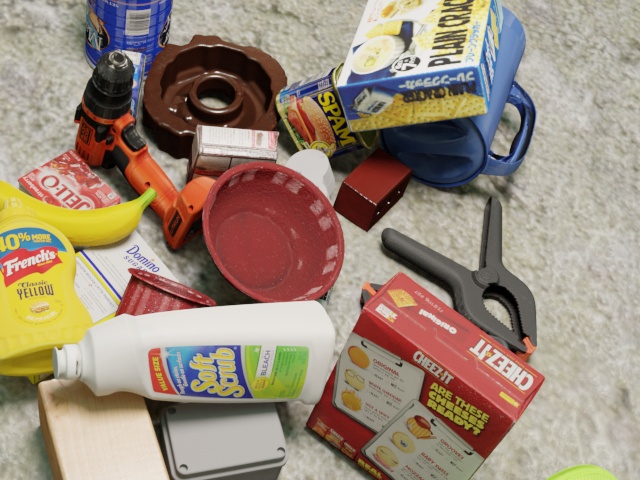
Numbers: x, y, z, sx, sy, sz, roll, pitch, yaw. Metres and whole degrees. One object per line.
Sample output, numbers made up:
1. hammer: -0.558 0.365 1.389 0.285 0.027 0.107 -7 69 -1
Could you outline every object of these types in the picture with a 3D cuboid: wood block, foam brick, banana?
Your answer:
1. wood block: -0.187 0.227 0.963 0.090 0.090 0.206 -12 59 -21
2. foam brick: 0.061 -0.060 1.244 0.051 0.053 0.078 37 56 13
3. banana: -0.271 -0.028 1.117 0.198 0.037 0.069 6 51 10

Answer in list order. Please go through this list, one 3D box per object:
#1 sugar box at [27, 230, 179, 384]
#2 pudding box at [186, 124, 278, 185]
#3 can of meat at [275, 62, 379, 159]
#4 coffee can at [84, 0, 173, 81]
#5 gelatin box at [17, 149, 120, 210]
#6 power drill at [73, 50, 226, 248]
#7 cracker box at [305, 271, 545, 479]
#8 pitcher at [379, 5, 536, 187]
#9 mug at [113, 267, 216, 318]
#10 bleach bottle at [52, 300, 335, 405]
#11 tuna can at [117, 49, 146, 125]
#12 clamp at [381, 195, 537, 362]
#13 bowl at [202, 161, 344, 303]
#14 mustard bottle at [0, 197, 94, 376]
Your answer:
1. sugar box: -0.242 0.063 1.093 0.175 0.048 0.093 -29 65 -32
2. pudding box: -0.099 -0.084 1.185 0.090 0.114 0.039 3 69 -12
3. can of meat: 0.008 -0.145 1.245 0.102 0.084 0.057 62 30 -22
4. coffee can: -0.227 -0.272 1.268 0.102 0.140 0.103 6 55 -9
5. gelatin box: -0.275 -0.050 1.171 0.073 0.030 0.089 -36 70 -31
6. power drill: -0.185 -0.094 1.141 0.057 0.185 0.188 -38 81 -31
7. cracker box: 0.092 0.152 1.004 0.164 0.214 0.072 36 50 12
8. pitcher: 0.183 -0.185 1.318 0.149 0.145 0.242 55 44 -29
9. mug: -0.149 0.086 1.041 0.117 0.093 0.081 23 91 9
10. bleach bottle: -0.116 0.110 0.974 0.250 0.103 0.068 -2 35 -24
11. tuna can: -0.224 -0.177 1.237 0.033 0.086 0.086 8 54 -10
12. clamp: 0.171 0.047 1.206 0.164 0.036 0.210 -11 59 -21
13. bowl: -0.057 0.001 1.110 0.161 0.055 0.162 13 62 -25
14. mustard bottle: -0.283 0.036 1.035 0.096 0.058 0.192 -9 55 -21
